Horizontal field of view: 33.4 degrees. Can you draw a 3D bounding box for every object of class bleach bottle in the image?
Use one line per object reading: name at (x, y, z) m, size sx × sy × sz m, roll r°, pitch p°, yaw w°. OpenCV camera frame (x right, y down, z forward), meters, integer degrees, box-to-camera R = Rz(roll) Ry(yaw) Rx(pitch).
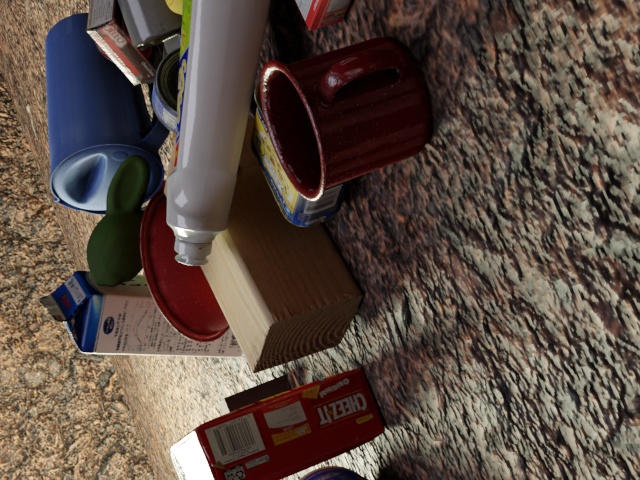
bleach bottle at (-0.086, -0.099, 0.846) m, size 0.102 × 0.068 × 0.251 m, roll -122°, pitch 39°, yaw -68°

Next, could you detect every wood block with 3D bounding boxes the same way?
wood block at (-0.056, 0.001, 0.954) m, size 0.206 × 0.090 × 0.090 m, roll 61°, pitch 152°, yaw 26°

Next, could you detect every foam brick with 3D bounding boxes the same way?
foam brick at (-0.071, 0.196, 1.236) m, size 0.053 × 0.078 × 0.051 m, roll 67°, pitch 163°, yaw 10°

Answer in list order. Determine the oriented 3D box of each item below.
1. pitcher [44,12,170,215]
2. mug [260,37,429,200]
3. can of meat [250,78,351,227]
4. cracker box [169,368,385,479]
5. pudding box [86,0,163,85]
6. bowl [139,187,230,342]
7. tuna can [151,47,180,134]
pitcher at (-0.266, -0.167, 1.308) m, size 0.145 × 0.149 × 0.243 m, roll 101°, pitch 158°, yaw -54°
mug at (0.019, -0.086, 0.676) m, size 0.093 × 0.081 × 0.117 m, roll 64°, pitch 161°, yaw 17°
can of meat at (-0.015, -0.070, 0.831) m, size 0.084 × 0.057 × 0.102 m, roll 110°, pitch 137°, yaw -66°
cracker box at (-0.049, 0.195, 1.034) m, size 0.214 × 0.164 × 0.072 m, roll 131°, pitch 119°, yaw -69°
pudding box at (-0.197, -0.230, 1.094) m, size 0.090 × 0.039 × 0.113 m, roll 52°, pitch -153°, yaw -51°
bowl at (-0.106, 0.017, 1.053) m, size 0.055 × 0.161 × 0.162 m, roll -15°, pitch 97°, yaw 27°
tuna can at (-0.113, -0.138, 0.990) m, size 0.086 × 0.086 × 0.034 m, roll 64°, pitch 160°, yaw 17°
